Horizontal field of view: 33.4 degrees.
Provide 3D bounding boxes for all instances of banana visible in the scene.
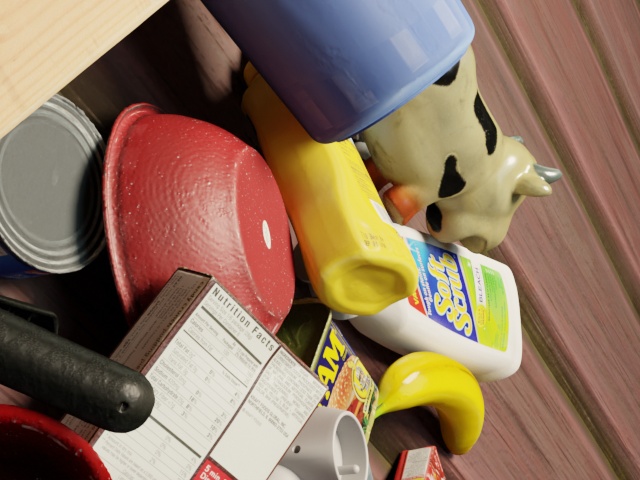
[{"bbox_3d":[0.085,0.118,0.787,0.037,0.070,0.197,54,13,32],"label":"banana"}]

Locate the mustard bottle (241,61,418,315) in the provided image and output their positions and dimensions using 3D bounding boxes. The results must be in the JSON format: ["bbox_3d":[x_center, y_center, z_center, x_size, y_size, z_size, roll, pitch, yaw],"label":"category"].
[{"bbox_3d":[-0.004,-0.051,0.656,0.096,0.058,0.192,34,30,-60],"label":"mustard bottle"}]

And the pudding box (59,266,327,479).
[{"bbox_3d":[-0.061,0.083,0.485,0.090,0.039,0.113,47,67,-29],"label":"pudding box"}]

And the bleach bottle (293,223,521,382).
[{"bbox_3d":[0.064,0.043,0.779,0.250,0.068,0.102,18,66,-53],"label":"bleach bottle"}]

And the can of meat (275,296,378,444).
[{"bbox_3d":[-0.010,0.100,0.648,0.084,0.058,0.102,58,38,-36],"label":"can of meat"}]

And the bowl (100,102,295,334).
[{"bbox_3d":[-0.054,0.001,0.563,0.162,0.055,0.162,-11,90,-76],"label":"bowl"}]

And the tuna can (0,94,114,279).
[{"bbox_3d":[-0.136,-0.025,0.498,0.086,0.034,0.086,22,64,-54],"label":"tuna can"}]

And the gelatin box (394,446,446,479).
[{"bbox_3d":[0.078,0.205,0.770,0.073,0.030,0.089,-53,128,-70],"label":"gelatin box"}]

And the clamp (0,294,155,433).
[{"bbox_3d":[-0.155,0.025,0.415,0.171,0.120,0.039,29,78,-26],"label":"clamp"}]

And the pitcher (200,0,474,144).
[{"bbox_3d":[-0.023,-0.176,0.553,0.243,0.145,0.149,53,27,-10],"label":"pitcher"}]
